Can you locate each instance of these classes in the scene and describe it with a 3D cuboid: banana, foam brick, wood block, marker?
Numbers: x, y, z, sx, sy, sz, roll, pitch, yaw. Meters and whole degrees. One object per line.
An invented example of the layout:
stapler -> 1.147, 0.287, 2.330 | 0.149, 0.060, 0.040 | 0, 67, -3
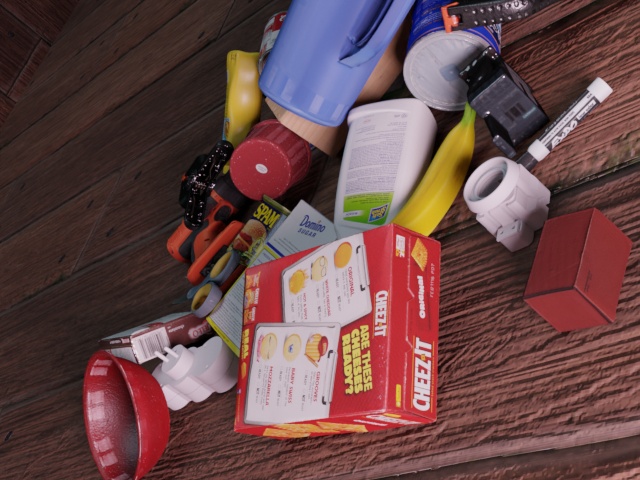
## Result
banana -> 0.107, -0.049, 1.054 | 0.037, 0.069, 0.197 | 13, 57, 31
foam brick -> 0.200, 0.023, 0.829 | 0.051, 0.053, 0.078 | -18, 41, 49
wood block -> 0.034, -0.219, 1.312 | 0.206, 0.090, 0.091 | -52, 28, 13
marker -> 0.221, -0.102, 0.995 | 0.121, 0.020, 0.020 | -46, 26, 11

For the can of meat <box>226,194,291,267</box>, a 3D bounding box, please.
can of meat -> -0.058, 0.002, 1.268 | 0.084, 0.057, 0.102 | -54, 26, -1

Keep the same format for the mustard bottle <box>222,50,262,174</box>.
mustard bottle -> -0.110, -0.167, 1.498 | 0.096, 0.058, 0.192 | -141, 57, -81

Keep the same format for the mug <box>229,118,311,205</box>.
mug -> -0.065, -0.087, 1.342 | 0.093, 0.117, 0.081 | 3, 20, 13

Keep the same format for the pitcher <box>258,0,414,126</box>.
pitcher -> 0.032, -0.249, 1.175 | 0.243, 0.145, 0.149 | -62, -13, 15

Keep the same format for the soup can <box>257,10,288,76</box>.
soup can -> -0.047, -0.255, 1.436 | 0.069, 0.068, 0.102 | -36, 28, 28

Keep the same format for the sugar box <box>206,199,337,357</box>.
sugar box -> -0.042, 0.048, 1.178 | 0.176, 0.048, 0.093 | -49, 40, -1

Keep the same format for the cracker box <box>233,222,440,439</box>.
cracker box -> 0.012, 0.091, 0.974 | 0.214, 0.072, 0.164 | -18, 63, 47

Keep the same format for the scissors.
scissors -> -0.138, 0.050, 1.283 | 0.096, 0.016, 0.202 | -56, 15, -5

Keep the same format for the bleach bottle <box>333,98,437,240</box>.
bleach bottle -> 0.054, -0.037, 1.118 | 0.103, 0.068, 0.250 | -8, 48, 30

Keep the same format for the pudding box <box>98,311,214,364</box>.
pudding box -> -0.199, 0.118, 1.299 | 0.113, 0.039, 0.090 | -18, 2, -38

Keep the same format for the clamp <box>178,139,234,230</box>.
clamp -> -0.161, -0.066, 1.401 | 0.120, 0.039, 0.172 | -64, 13, -11

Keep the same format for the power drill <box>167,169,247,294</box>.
power drill -> -0.126, -0.020, 1.405 | 0.184, 0.057, 0.188 | -51, 23, 10

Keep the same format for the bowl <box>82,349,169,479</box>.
bowl -> -0.215, 0.200, 1.210 | 0.162, 0.055, 0.162 | 13, 106, 55

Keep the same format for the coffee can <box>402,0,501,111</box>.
coffee can -> 0.148, -0.226, 1.176 | 0.103, 0.102, 0.140 | -31, 32, 35

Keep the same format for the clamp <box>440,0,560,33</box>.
clamp -> 0.225, -0.255, 1.079 | 0.209, 0.036, 0.165 | -23, 25, -13
